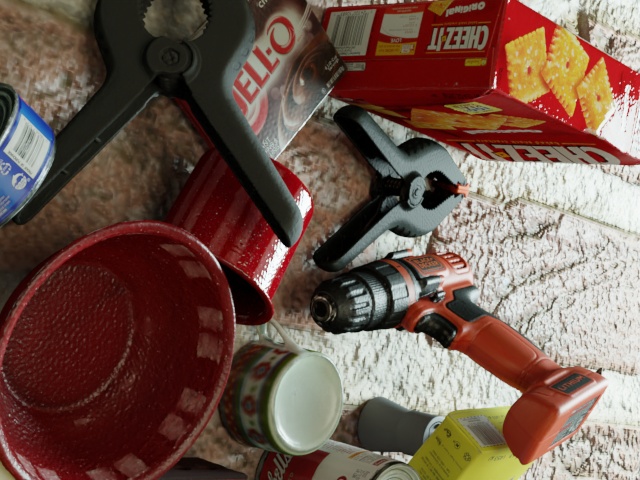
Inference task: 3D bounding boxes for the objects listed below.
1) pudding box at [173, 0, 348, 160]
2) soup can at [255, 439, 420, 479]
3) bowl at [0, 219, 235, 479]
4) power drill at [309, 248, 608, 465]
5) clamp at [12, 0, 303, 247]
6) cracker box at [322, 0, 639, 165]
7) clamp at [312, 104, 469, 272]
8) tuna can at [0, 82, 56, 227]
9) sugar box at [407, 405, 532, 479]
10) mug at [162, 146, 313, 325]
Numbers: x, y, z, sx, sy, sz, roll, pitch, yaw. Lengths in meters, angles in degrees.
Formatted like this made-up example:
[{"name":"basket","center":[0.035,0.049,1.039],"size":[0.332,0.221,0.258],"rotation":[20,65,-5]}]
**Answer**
[{"name":"pudding box","center":[-0.042,-0.111,0.706],"size":[0.113,0.039,0.090],"rotation":[-55,128,-27]},{"name":"soup can","center":[0.013,0.177,0.746],"size":[0.068,0.102,0.068],"rotation":[-6,99,-45]},{"name":"bowl","center":[-0.124,0.062,0.593],"size":[0.161,0.055,0.162],"rotation":[-19,117,-42]},{"name":"power drill","center":[0.102,0.076,0.773],"size":[0.184,0.188,0.057],"rotation":[-11,135,-51]},{"name":"clamp","center":[-0.098,-0.095,0.622],"size":[0.164,0.036,0.210],"rotation":[-2,75,-10]},{"name":"cracker box","center":[0.125,-0.111,0.788],"size":[0.213,0.164,0.072],"rotation":[15,84,-45]},{"name":"clamp","center":[0.057,-0.049,0.810],"size":[0.171,0.039,0.120],"rotation":[-18,123,-49]},{"name":"tuna can","center":[-0.177,-0.038,0.542],"size":[0.033,0.086,0.086],"rotation":[49,60,-38]},{"name":"sugar box","center":[0.085,0.201,0.799],"size":[0.093,0.048,0.176],"rotation":[5,124,-46]},{"name":"mug","center":[-0.054,0.001,0.679],"size":[0.117,0.093,0.081],"rotation":[82,30,-59]}]
